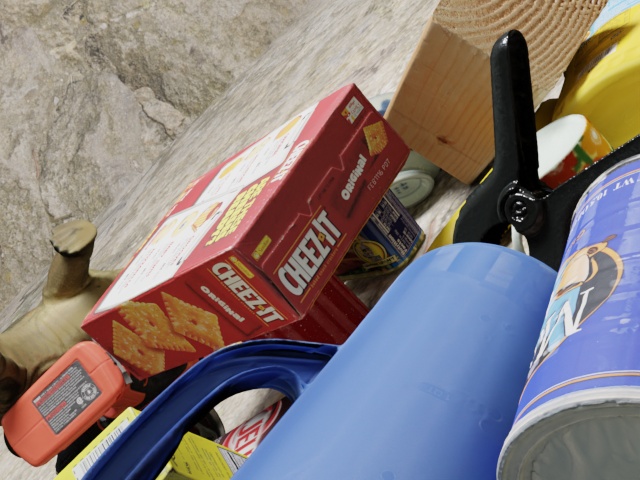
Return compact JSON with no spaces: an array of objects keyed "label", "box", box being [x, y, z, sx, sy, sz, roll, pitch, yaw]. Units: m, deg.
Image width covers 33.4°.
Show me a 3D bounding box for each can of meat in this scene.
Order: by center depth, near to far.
[{"label":"can of meat","box":[0.020,-0.016,0.849,0.102,0.084,0.057,-9,39,49]}]

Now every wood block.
[{"label":"wood block","box":[0.116,-0.125,0.765,0.090,0.091,0.206,-56,-2,-14]}]

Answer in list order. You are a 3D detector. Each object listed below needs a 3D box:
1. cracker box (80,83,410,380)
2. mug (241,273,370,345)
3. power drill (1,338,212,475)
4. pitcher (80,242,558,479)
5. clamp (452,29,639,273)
[{"label":"cracker box","box":[-0.055,0.001,0.738,0.214,0.072,0.164,-24,26,50]},{"label":"mug","box":[-0.016,0.057,0.785,0.093,0.081,0.117,-45,15,-2]},{"label":"power drill","box":[-0.190,0.147,0.910,0.184,0.057,0.187,-45,-14,6]},{"label":"pitcher","box":[0.023,0.101,0.432,0.145,0.149,0.242,-9,28,36]},{"label":"clamp","box":[0.115,-0.029,0.601,0.039,0.120,0.172,-1,-51,-46]}]
